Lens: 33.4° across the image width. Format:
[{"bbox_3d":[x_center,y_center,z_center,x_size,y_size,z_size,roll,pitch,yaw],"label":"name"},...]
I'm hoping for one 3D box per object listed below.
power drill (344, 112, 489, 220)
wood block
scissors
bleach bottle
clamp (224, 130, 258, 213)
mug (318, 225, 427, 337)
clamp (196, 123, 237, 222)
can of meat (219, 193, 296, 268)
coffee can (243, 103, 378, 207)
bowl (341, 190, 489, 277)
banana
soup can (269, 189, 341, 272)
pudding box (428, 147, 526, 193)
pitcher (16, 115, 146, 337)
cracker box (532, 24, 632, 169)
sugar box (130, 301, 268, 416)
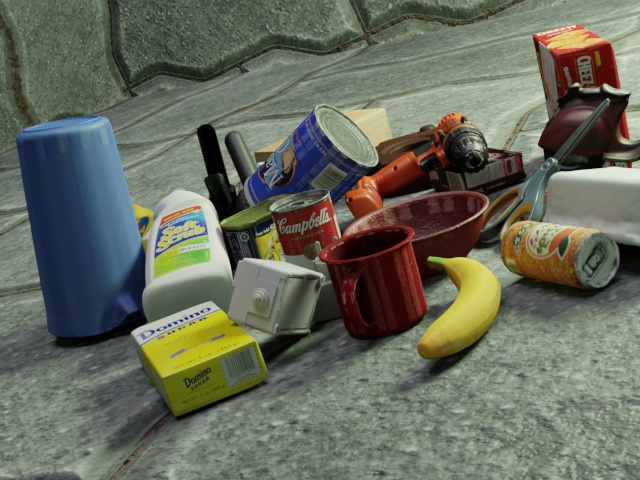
[{"bbox_3d":[0.121,-0.085,1.334,0.188,0.057,0.184,-31,14,9],"label":"power drill"},{"bbox_3d":[0.011,-0.128,1.628,0.205,0.090,0.091,-28,20,-38],"label":"wood block"},{"bbox_3d":[0.245,-0.064,1.136,0.202,0.016,0.096,-43,26,16],"label":"scissors"},{"bbox_3d":[-0.163,0.009,1.247,0.102,0.068,0.251,-16,31,-5],"label":"bleach bottle"},{"bbox_3d":[-0.077,-0.053,1.390,0.036,0.164,0.210,-39,17,21],"label":"clamp"},{"bbox_3d":[0.049,0.044,1.000,0.093,0.081,0.117,-9,17,23],"label":"mug"},{"bbox_3d":[-0.132,-0.069,1.416,0.039,0.171,0.120,-8,52,1],"label":"clamp"},{"bbox_3d":[-0.058,0.001,1.253,0.101,0.084,0.058,-28,19,-37],"label":"can of meat"},{"bbox_3d":[-0.013,-0.084,1.322,0.140,0.103,0.102,-44,2,26],"label":"coffee can"},{"bbox_3d":[0.107,-0.001,1.146,0.162,0.055,0.162,-15,15,4],"label":"bowl"},{"bbox_3d":[0.127,0.058,0.958,0.070,0.037,0.197,-13,17,13],"label":"banana"},{"bbox_3d":[-0.010,0.003,1.164,0.068,0.102,0.068,-15,15,4],"label":"soup can"},{"bbox_3d":[0.202,-0.090,1.394,0.090,0.039,0.114,-20,16,-13],"label":"pudding box"},{"bbox_3d":[-0.282,-0.018,1.249,0.149,0.243,0.145,-7,13,10],"label":"pitcher"},{"bbox_3d":[0.325,-0.175,1.332,0.072,0.164,0.213,-12,16,8],"label":"cracker box"},{"bbox_3d":[-0.120,0.107,1.019,0.093,0.048,0.176,-20,17,-16],"label":"sugar box"}]
